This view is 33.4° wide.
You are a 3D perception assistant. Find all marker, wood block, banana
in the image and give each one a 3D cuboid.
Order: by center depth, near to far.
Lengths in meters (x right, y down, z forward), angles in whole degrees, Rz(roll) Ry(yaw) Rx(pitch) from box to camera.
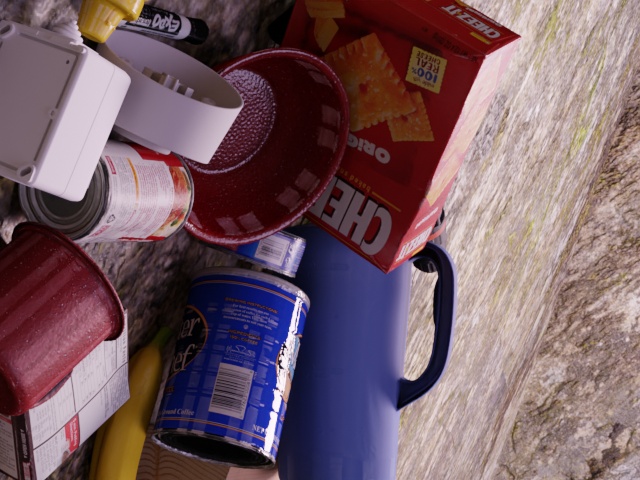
[{"bbox_3d":[-0.109,-0.146,0.710,0.121,0.020,0.020,-7,117,-66],"label":"marker"},{"bbox_3d":[-0.157,0.169,0.868,0.069,0.037,0.198,-6,116,-64],"label":"banana"},{"bbox_3d":[-0.092,0.227,1.008,0.091,0.090,0.205,-69,158,1],"label":"wood block"}]

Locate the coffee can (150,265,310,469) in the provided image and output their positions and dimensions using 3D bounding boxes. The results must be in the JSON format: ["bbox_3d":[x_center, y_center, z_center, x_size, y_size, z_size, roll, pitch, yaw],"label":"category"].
[{"bbox_3d":[-0.072,0.105,0.875,0.102,0.103,0.140,65,34,-62],"label":"coffee can"}]

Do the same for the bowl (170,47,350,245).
[{"bbox_3d":[-0.058,-0.078,0.801,0.161,0.055,0.162,-21,132,-26],"label":"bowl"}]

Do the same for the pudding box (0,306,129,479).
[{"bbox_3d":[-0.181,0.103,0.749,0.113,0.039,0.090,-47,149,-48],"label":"pudding box"}]

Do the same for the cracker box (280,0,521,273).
[{"bbox_3d":[0.039,-0.104,0.852,0.072,0.164,0.214,-32,151,-49],"label":"cracker box"}]

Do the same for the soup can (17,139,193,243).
[{"bbox_3d":[-0.136,-0.032,0.687,0.102,0.069,0.068,-2,111,-67],"label":"soup can"}]

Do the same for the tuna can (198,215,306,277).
[{"bbox_3d":[-0.056,0.001,0.887,0.034,0.086,0.086,-70,159,-1],"label":"tuna can"}]

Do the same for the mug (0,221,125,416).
[{"bbox_3d":[-0.178,0.057,0.643,0.081,0.093,0.117,-46,152,-35],"label":"mug"}]

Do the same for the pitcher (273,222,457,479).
[{"bbox_3d":[0.028,0.105,0.974,0.144,0.149,0.243,2,88,-30],"label":"pitcher"}]
